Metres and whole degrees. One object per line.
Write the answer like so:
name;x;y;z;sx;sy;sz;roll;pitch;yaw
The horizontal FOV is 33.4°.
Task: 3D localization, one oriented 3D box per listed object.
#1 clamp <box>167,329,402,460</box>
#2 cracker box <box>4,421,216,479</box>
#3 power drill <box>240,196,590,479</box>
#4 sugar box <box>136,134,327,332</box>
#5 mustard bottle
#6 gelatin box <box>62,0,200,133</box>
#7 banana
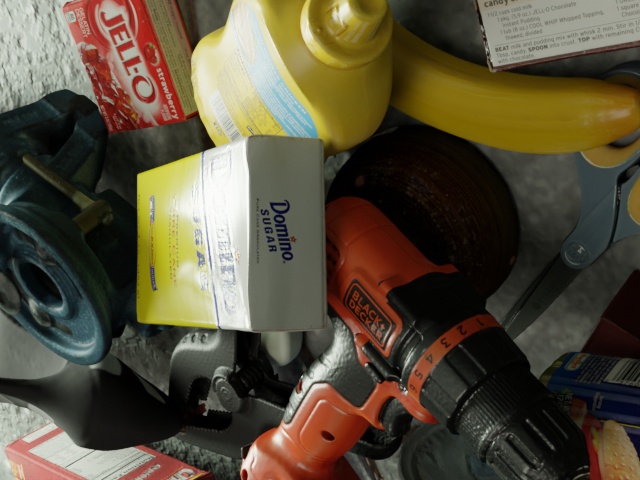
clamp;-0.051;0.081;0.692;0.210;0.036;0.164;-27;92;50
cracker box;-0.151;0.242;0.852;0.214;0.072;0.164;6;117;47
power drill;0.035;0.098;0.537;0.185;0.057;0.188;50;132;33
sugar box;-0.054;0.001;0.568;0.176;0.048;0.093;172;98;-66
mustard bottle;-0.011;-0.086;0.537;0.096;0.058;0.192;63;159;-1
gelatin box;-0.116;-0.116;0.672;0.073;0.030;0.089;-4;112;39
banana;0.068;-0.081;0.529;0.198;0.037;0.069;31;156;27
